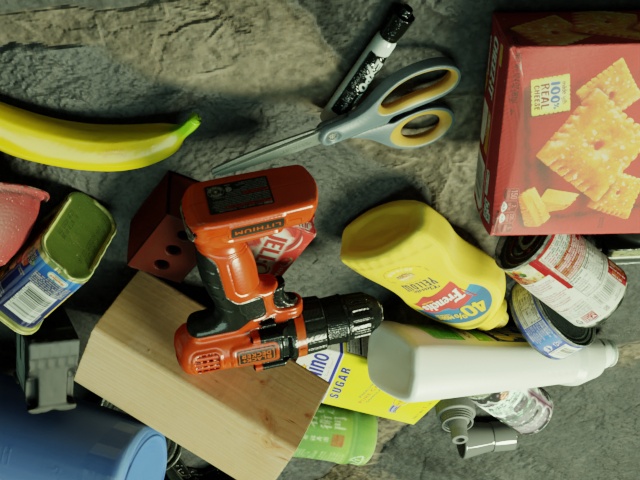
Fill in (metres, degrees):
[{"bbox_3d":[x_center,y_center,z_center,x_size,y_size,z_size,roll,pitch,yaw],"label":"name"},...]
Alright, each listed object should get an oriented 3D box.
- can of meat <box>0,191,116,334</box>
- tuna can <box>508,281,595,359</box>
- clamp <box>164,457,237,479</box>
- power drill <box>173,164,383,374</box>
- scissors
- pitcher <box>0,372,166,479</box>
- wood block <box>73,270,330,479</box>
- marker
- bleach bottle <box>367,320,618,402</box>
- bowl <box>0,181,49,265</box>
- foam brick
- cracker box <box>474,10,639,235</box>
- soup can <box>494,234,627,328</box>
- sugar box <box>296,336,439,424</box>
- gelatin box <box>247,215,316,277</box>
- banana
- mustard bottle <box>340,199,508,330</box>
[{"bbox_3d":[-0.224,0.016,0.890,0.057,0.102,0.084,42,122,-18],"label":"can of meat"},{"bbox_3d":[0.217,0.068,1.000,0.086,0.086,0.034,26,133,-31],"label":"tuna can"},{"bbox_3d":[-0.141,0.291,1.274,0.120,0.039,0.172,10,144,-9],"label":"clamp"},{"bbox_3d":[-0.037,0.029,0.880,0.184,0.057,0.188,-12,132,-10],"label":"power drill"},{"bbox_3d":[0.022,-0.078,0.835,0.202,0.016,0.096,-28,144,10],"label":"scissors"},{"bbox_3d":[-0.278,0.210,1.021,0.243,0.144,0.149,12,129,17],"label":"pitcher"},{"bbox_3d":[-0.109,0.129,0.979,0.206,0.090,0.091,31,134,1],"label":"wood block"},{"bbox_3d":[0.035,-0.130,0.801,0.020,0.020,0.121,16,136,-22],"label":"marker"},{"bbox_3d":[0.179,0.114,1.051,0.250,0.103,0.068,0,99,-24],"label":"bleach bottle"},{"bbox_3d":[-0.293,-0.007,0.833,0.162,0.055,0.162,-4,173,-1],"label":"bowl"},{"bbox_3d":[-0.124,-0.010,0.905,0.053,0.051,0.078,20,135,-26],"label":"foam brick"},{"bbox_3d":[0.231,-0.086,0.803,0.213,0.072,0.164,-1,125,-2],"label":"cracker box"},{"bbox_3d":[0.214,0.024,0.945,0.102,0.068,0.069,36,127,-22],"label":"soup can"},{"bbox_3d":[0.041,0.135,1.097,0.176,0.048,0.093,14,137,-22],"label":"sugar box"},{"bbox_3d":[-0.056,0.001,0.941,0.073,0.030,0.089,18,136,-25],"label":"gelatin box"},{"bbox_3d":[-0.193,-0.085,0.824,0.197,0.037,0.070,3,134,-9],"label":"banana"},{"bbox_3d":[0.112,0.034,0.970,0.096,0.058,0.191,-21,140,37],"label":"mustard bottle"}]
